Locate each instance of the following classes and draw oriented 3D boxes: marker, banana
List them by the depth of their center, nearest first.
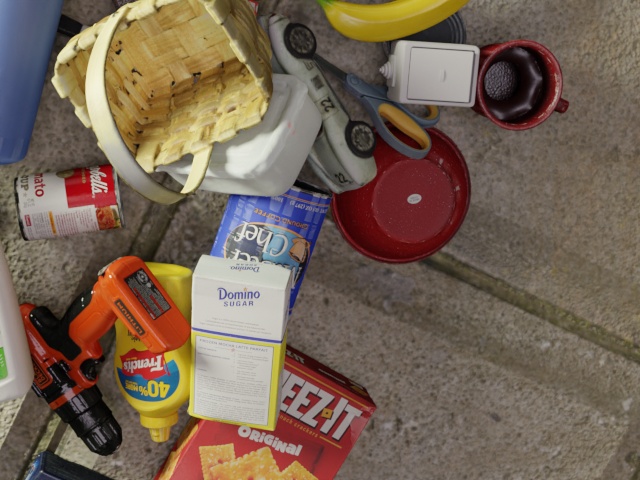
[{"bbox_3d":[0.089,-0.240,1.073,0.197,0.037,0.069,-16,129,-11],"label":"banana"},{"bbox_3d":[-0.212,-0.199,1.081,0.121,0.020,0.020,21,98,-14],"label":"marker"}]

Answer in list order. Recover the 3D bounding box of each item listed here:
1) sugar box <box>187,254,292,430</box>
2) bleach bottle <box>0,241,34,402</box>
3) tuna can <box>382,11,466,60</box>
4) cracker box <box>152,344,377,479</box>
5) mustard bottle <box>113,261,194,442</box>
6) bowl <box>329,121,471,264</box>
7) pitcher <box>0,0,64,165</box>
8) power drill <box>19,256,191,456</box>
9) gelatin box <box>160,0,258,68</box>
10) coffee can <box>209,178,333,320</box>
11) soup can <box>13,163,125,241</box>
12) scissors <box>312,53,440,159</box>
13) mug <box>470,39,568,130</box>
[{"bbox_3d":[-0.081,0.103,1.060,0.093,0.048,0.176,9,119,4],"label":"sugar box"},{"bbox_3d":[-0.348,0.037,1.017,0.102,0.068,0.251,-10,114,-4],"label":"bleach bottle"},{"bbox_3d":[0.109,-0.215,1.128,0.086,0.034,0.086,-2,103,-10],"label":"tuna can"},{"bbox_3d":[-0.063,0.226,1.175,0.164,0.072,0.214,30,95,-15],"label":"cracker box"},{"bbox_3d":[-0.175,0.122,1.129,0.096,0.058,0.192,5,106,23],"label":"mustard bottle"},{"bbox_3d":[0.094,-0.047,1.152,0.162,0.055,0.162,-2,102,-10],"label":"bowl"},{"bbox_3d":[-0.322,-0.204,1.013,0.144,0.149,0.243,8,105,-27],"label":"pitcher"},{"bbox_3d":[-0.220,0.115,1.081,0.188,0.057,0.184,-34,95,29],"label":"power drill"},{"bbox_3d":[-0.112,-0.210,1.071,0.073,0.030,0.089,19,130,-15],"label":"gelatin box"},{"bbox_3d":[-0.057,0.001,1.110,0.102,0.103,0.140,17,99,-14],"label":"coffee can"},{"bbox_3d":[-0.254,-0.039,1.083,0.102,0.068,0.068,-8,104,-8],"label":"soup can"},{"bbox_3d":[0.050,-0.169,1.130,0.202,0.016,0.096,47,50,6],"label":"scissors"},{"bbox_3d":[0.208,-0.163,1.132,0.117,0.081,0.093,18,98,-14],"label":"mug"}]
